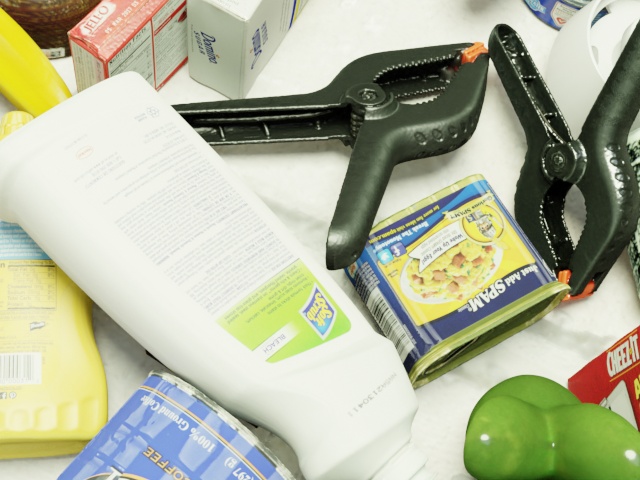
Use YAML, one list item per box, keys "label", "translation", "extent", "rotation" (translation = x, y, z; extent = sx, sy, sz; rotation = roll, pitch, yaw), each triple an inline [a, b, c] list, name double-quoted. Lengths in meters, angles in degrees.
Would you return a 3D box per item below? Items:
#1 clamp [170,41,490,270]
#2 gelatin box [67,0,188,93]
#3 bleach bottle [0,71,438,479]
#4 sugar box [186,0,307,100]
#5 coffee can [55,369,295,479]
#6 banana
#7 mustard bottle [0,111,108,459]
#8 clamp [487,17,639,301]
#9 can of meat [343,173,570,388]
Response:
- label: "clamp"
  translation: [0.017, -0.072, 0.626]
  extent: [0.165, 0.036, 0.209]
  rotation: [30, 49, 30]
- label: "gelatin box"
  translation: [-0.109, -0.113, 0.617]
  extent: [0.030, 0.089, 0.073]
  rotation: [36, 68, 8]
- label: "bleach bottle"
  translation: [-0.046, 0.034, 0.518]
  extent: [0.102, 0.068, 0.251]
  rotation: [-37, 77, -30]
- label: "sugar box"
  translation: [-0.021, -0.180, 0.654]
  extent: [0.048, 0.093, 0.176]
  rotation: [30, 67, 6]
- label: "coffee can"
  translation: [-0.089, 0.147, 0.505]
  extent: [0.103, 0.103, 0.140]
  rotation: [38, 68, 9]
- label: "banana"
  translation: [-0.216, -0.128, 0.623]
  extent: [0.198, 0.070, 0.037]
  rotation: [34, 65, 8]
- label: "mustard bottle"
  translation: [-0.164, 0.018, 0.574]
  extent: [0.096, 0.058, 0.191]
  rotation: [-2, 68, -8]
- label: "clamp"
  translation: [0.153, -0.052, 0.608]
  extent: [0.039, 0.120, 0.171]
  rotation: [-8, 89, -36]
- label: "can of meat"
  translation: [0.073, 0.021, 0.602]
  extent: [0.102, 0.057, 0.084]
  rotation: [-27, 72, -16]
